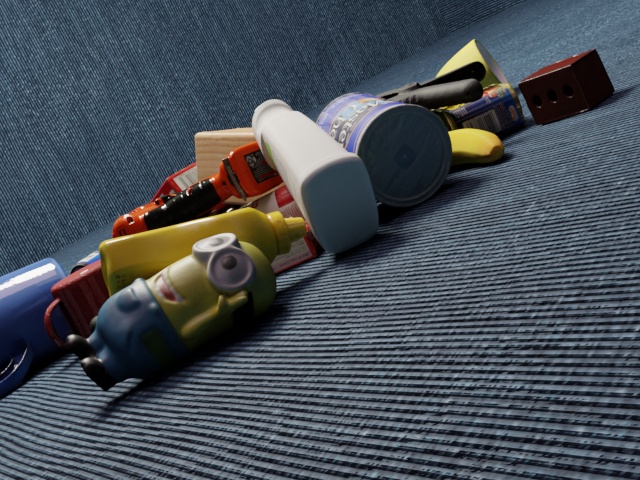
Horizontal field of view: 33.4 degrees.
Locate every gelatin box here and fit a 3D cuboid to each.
[{"bbox_3d":[-0.041,0.010,1.110,0.089,0.030,0.073,-25,10,16],"label":"gelatin box"}]

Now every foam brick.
[{"bbox_3d":[0.261,-0.163,1.136,0.051,0.053,0.078,-34,11,-34],"label":"foam brick"}]

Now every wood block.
[{"bbox_3d":[-0.055,-0.092,1.312,0.090,0.090,0.207,-12,12,-42],"label":"wood block"}]

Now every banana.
[{"bbox_3d":[0.132,-0.087,1.152,0.198,0.037,0.069,-20,38,49],"label":"banana"}]

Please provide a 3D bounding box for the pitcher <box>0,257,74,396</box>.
[{"bbox_3d":[-0.397,0.123,1.255,0.242,0.149,0.145,-27,-6,-18],"label":"pitcher"}]

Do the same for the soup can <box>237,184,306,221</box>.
[{"bbox_3d":[-0.034,-0.026,1.177,0.102,0.068,0.068,-26,9,11],"label":"soup can"}]

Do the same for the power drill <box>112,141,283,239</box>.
[{"bbox_3d":[-0.128,-0.051,1.231,0.188,0.057,0.184,-28,4,28],"label":"power drill"}]

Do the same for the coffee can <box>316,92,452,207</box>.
[{"bbox_3d":[0.062,-0.097,1.113,0.102,0.103,0.140,-29,20,-11],"label":"coffee can"}]

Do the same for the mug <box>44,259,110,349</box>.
[{"bbox_3d":[-0.262,0.076,1.210,0.117,0.081,0.093,-34,11,-35],"label":"mug"}]

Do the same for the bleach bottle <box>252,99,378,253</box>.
[{"bbox_3d":[-0.021,-0.088,1.090,0.068,0.102,0.251,-24,35,-8],"label":"bleach bottle"}]

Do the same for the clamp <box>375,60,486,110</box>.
[{"bbox_3d":[0.111,-0.159,1.208,0.171,0.039,0.120,-20,10,8],"label":"clamp"}]

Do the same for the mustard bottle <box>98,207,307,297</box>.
[{"bbox_3d":[-0.105,0.011,0.986,0.191,0.058,0.096,-14,-22,-14],"label":"mustard bottle"}]

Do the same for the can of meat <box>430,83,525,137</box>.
[{"bbox_3d":[0.181,-0.141,1.233,0.084,0.057,0.102,-25,10,-1],"label":"can of meat"}]
